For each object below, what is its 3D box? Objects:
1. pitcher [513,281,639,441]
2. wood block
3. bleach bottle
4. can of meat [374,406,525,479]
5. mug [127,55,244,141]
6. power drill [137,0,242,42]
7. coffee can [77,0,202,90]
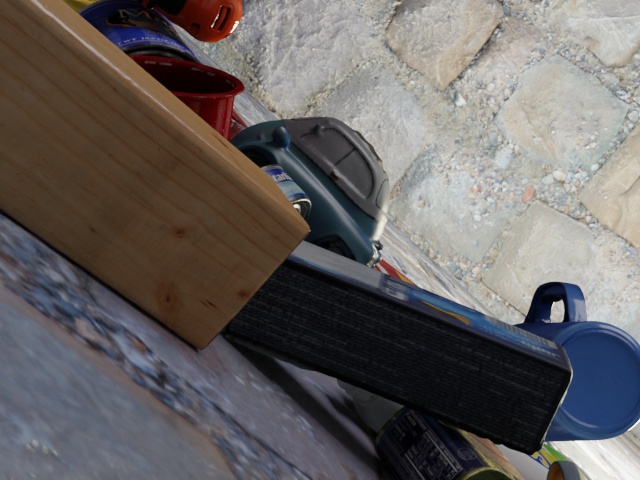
[{"bbox_3d":[0.242,0.131,1.076,0.149,0.145,0.243,54,-8,4],"label":"pitcher"},{"bbox_3d":[-0.115,-0.048,0.551,0.206,0.090,0.091,40,6,-27],"label":"wood block"},{"bbox_3d":[0.108,0.150,0.761,0.250,0.068,0.103,36,9,-33],"label":"bleach bottle"},{"bbox_3d":[0.090,0.152,0.657,0.102,0.057,0.084,39,6,-33],"label":"can of meat"},{"bbox_3d":[-0.109,-0.067,0.682,0.093,0.081,0.117,28,27,38],"label":"mug"},{"bbox_3d":[-0.166,-0.213,0.766,0.187,0.057,0.185,9,23,-43],"label":"power drill"},{"bbox_3d":[-0.139,-0.115,0.794,0.102,0.103,0.140,39,8,-30],"label":"coffee can"}]
